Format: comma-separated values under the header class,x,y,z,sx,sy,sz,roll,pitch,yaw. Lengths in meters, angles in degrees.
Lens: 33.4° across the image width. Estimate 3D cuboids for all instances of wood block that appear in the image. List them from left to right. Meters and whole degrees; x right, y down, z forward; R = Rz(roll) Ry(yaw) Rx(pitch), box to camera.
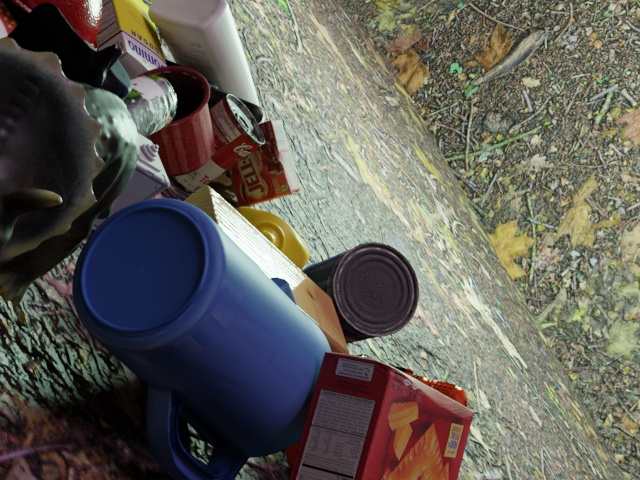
class,x,y,z,sx,sy,sz,roll,pitch,yaw
wood block,-0.072,0.054,1.034,0.206,0.090,0.091,44,18,-38

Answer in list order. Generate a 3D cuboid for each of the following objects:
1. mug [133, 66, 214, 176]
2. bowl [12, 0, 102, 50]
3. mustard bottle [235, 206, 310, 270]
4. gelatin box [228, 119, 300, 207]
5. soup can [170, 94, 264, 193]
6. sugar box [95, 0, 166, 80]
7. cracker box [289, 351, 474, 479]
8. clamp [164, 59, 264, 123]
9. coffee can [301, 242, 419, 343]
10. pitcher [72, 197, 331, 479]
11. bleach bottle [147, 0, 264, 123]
class,x,y,z,sx,sy,sz,roll,pitch,yaw
mug,-0.162,-0.129,1.123,0.117,0.093,0.081,48,-22,35
bowl,-0.274,-0.263,1.070,0.162,0.055,0.162,40,10,-9
mustard bottle,-0.057,0.001,1.158,0.096,0.058,0.191,37,0,0
gelatin box,-0.071,-0.089,1.240,0.030,0.073,0.089,-19,94,-64
soup can,-0.123,-0.108,1.198,0.068,0.102,0.068,50,15,-20
sugar box,-0.227,-0.239,1.263,0.093,0.048,0.176,41,19,-48
cracker box,0.041,0.214,0.847,0.164,0.072,0.213,36,66,-53
clamp,-0.136,-0.173,1.294,0.171,0.039,0.120,30,-15,-6
coffee can,0.034,0.064,1.198,0.103,0.102,0.140,54,-24,-5
pitcher,-0.084,0.077,0.780,0.149,0.145,0.242,60,1,29
bleach bottle,-0.133,-0.206,1.368,0.103,0.068,0.251,24,-27,29
